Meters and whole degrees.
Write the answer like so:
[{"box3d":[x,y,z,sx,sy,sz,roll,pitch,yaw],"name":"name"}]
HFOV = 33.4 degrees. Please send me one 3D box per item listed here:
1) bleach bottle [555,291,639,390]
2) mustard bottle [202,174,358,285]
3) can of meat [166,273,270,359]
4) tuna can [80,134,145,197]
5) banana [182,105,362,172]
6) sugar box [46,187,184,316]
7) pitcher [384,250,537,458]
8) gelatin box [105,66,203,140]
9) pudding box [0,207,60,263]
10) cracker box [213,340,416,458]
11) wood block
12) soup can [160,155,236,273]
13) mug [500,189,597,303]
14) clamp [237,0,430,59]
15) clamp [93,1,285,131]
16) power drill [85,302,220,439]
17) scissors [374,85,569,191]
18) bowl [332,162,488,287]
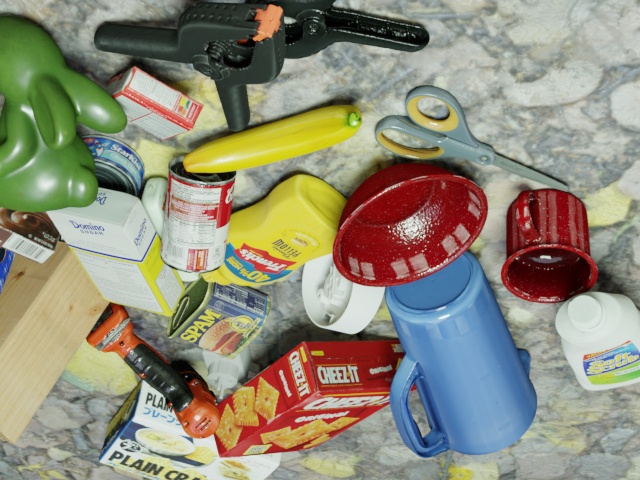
[{"box3d":[0.290,0.101,1.112,0.103,0.068,0.250,-15,158,21],"name":"bleach bottle"},{"box3d":[-0.057,0.002,1.130,0.192,0.058,0.096,-28,134,36],"name":"mustard bottle"},{"box3d":[-0.118,0.087,1.244,0.083,0.057,0.102,25,134,-23],"name":"can of meat"},{"box3d":[-0.226,-0.067,1.096,0.086,0.033,0.086,5,141,4],"name":"tuna can"},{"box3d":[-0.036,-0.098,1.008,0.198,0.037,0.069,-14,172,29],"name":"banana"},{"box3d":[-0.211,0.010,1.118,0.093,0.048,0.176,12,147,18],"name":"sugar box"},{"box3d":[0.146,0.128,1.185,0.145,0.149,0.242,-8,135,19],"name":"pitcher"},{"box3d":[-0.158,-0.126,0.988,0.073,0.030,0.089,28,168,-23],"name":"gelatin box"},{"box3d":[-0.319,-0.039,1.102,0.113,0.090,0.039,30,138,-25],"name":"pudding box"},{"box3d":[-0.010,0.194,1.296,0.163,0.072,0.214,3,151,-40],"name":"cracker box"},{"box3d":[-0.330,0.105,1.170,0.091,0.206,0.090,9,147,35],"name":"wood block"},{"box3d":[-0.124,-0.026,1.072,0.068,0.068,0.102,9,116,-1],"name":"soup can"},{"box3d":[0.220,-0.003,1.057,0.093,0.081,0.117,-18,134,28],"name":"mug"},{"box3d":[-0.002,-0.198,0.894,0.172,0.039,0.120,-4,137,15],"name":"clamp"},{"box3d":[-0.100,-0.163,0.912,0.164,0.036,0.210,27,160,-19],"name":"clamp"},{"box3d":[-0.202,0.143,1.282,0.057,0.185,0.187,-46,112,-4],"name":"power drill"},{"box3d":[0.153,-0.096,1.009,0.201,0.016,0.096,10,141,-3],"name":"scissors"},{"box3d":[0.081,-0.025,1.052,0.162,0.055,0.162,-14,142,-11],"name":"bowl"}]
